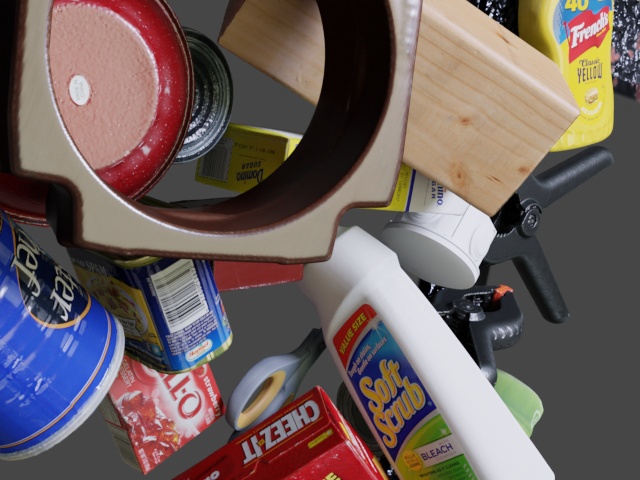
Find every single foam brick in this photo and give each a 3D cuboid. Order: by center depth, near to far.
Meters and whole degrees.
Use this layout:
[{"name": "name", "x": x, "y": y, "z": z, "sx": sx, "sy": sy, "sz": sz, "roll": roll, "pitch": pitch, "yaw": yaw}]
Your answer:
[{"name": "foam brick", "x": -0.055, "y": 0.001, "z": 0.706, "sx": 0.078, "sy": 0.053, "sz": 0.051, "roll": -6, "pitch": 105, "yaw": -41}]

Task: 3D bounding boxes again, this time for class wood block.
[{"name": "wood block", "x": 0.049, "y": -0.117, "z": 0.669, "sx": 0.206, "sy": 0.091, "sz": 0.090, "roll": 31, "pitch": 116, "yaw": -15}]

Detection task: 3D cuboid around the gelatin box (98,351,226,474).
[{"name": "gelatin box", "x": -0.108, "y": 0.096, "z": 0.698, "sx": 0.073, "sy": 0.030, "sz": 0.089, "roll": -35, "pitch": 122, "yaw": -32}]

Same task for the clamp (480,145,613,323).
[{"name": "clamp", "x": 0.168, "y": -0.010, "z": 0.910, "sx": 0.209, "sy": 0.036, "sz": 0.164, "roll": 5, "pitch": 97, "yaw": -40}]

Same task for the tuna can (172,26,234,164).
[{"name": "tuna can", "x": -0.096, "y": -0.090, "z": 0.659, "sx": 0.085, "sy": 0.034, "sz": 0.086, "roll": -12, "pitch": 108, "yaw": -39}]

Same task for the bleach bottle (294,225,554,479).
[{"name": "bleach bottle", "x": 0.052, "y": 0.088, "z": 0.743, "sx": 0.068, "sy": 0.103, "sz": 0.251, "roll": -35, "pitch": 90, "yaw": -44}]

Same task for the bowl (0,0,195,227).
[{"name": "bowl", "x": -0.138, "y": -0.083, "z": 0.579, "sx": 0.161, "sy": 0.055, "sz": 0.162, "roll": -4, "pitch": 101, "yaw": -23}]

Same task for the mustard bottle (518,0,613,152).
[{"name": "mustard bottle", "x": 0.205, "y": -0.175, "z": 0.887, "sx": 0.096, "sy": 0.058, "sz": 0.192, "roll": -16, "pitch": 111, "yaw": -35}]

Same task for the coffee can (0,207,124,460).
[{"name": "coffee can", "x": -0.186, "y": 0.036, "z": 0.564, "sx": 0.102, "sy": 0.103, "sz": 0.140, "roll": -53, "pitch": 129, "yaw": -19}]

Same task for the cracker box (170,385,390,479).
[{"name": "cracker box", "x": -0.012, "y": 0.225, "z": 0.753, "sx": 0.164, "sy": 0.072, "sz": 0.213, "roll": -33, "pitch": 125, "yaw": 0}]

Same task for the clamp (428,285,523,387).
[{"name": "clamp", "x": 0.101, "y": 0.065, "z": 0.843, "sx": 0.171, "sy": 0.120, "sz": 0.039, "roll": -27, "pitch": 139, "yaw": -63}]

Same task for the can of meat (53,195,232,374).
[{"name": "can of meat", "x": -0.104, "y": 0.025, "z": 0.636, "sx": 0.057, "sy": 0.102, "sz": 0.084, "roll": -33, "pitch": 123, "yaw": -31}]

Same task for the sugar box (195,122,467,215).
[{"name": "sugar box", "x": 0.013, "y": -0.046, "z": 0.726, "sx": 0.175, "sy": 0.093, "sz": 0.048, "roll": 6, "pitch": 97, "yaw": -42}]

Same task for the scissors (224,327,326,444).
[{"name": "scissors", "x": -0.011, "y": 0.073, "z": 0.768, "sx": 0.201, "sy": 0.016, "sz": 0.096, "roll": -56, "pitch": 157, "yaw": -15}]
